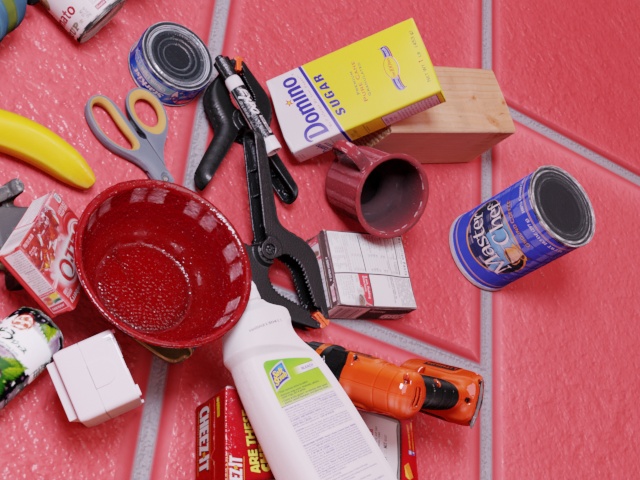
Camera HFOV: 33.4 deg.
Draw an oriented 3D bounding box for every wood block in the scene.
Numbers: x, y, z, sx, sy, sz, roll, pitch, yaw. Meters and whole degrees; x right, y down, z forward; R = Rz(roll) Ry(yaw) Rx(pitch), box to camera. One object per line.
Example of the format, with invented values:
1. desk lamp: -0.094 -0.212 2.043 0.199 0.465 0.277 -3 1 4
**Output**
1. wood block: 0.121 -0.149 1.272 0.205 0.091 0.090 -5 70 -38

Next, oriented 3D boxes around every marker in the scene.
1. marker: -0.078 -0.143 1.117 0.020 0.020 0.121 -21 76 -42

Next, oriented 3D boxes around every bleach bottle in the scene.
1. bleach bottle: -0.014 0.149 0.941 0.102 0.068 0.251 -15 72 -40

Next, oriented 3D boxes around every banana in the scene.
1. banana: -0.298 -0.088 0.966 0.197 0.037 0.069 4 85 -34

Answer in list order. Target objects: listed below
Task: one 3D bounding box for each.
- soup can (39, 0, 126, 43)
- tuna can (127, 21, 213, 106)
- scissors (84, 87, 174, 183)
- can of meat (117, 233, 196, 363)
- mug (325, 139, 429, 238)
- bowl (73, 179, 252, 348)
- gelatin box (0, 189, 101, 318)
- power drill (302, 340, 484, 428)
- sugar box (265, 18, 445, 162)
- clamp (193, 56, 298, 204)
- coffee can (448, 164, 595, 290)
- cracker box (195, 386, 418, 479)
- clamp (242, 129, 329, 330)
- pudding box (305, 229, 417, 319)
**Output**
1. soup can: -0.252 -0.257 1.064 0.102 0.069 0.068 47 48 -8
2. tuna can: -0.156 -0.186 1.122 0.086 0.034 0.086 17 58 -29
3. scissors: -0.153 -0.076 1.079 0.201 0.016 0.096 46 48 -8
4. can of meat: -0.145 0.052 0.990 0.102 0.058 0.083 37 52 -15
5. mug: 0.051 -0.064 1.157 0.093 0.082 0.117 -48 123 -9
6. bowl: -0.143 0.029 0.923 0.161 0.055 0.162 16 54 -24
7. gelatin box: -0.227 0.010 0.911 0.073 0.030 0.089 55 26 -26
8. power drill: 0.059 0.139 1.052 0.187 0.185 0.057 14 89 -49
9. sugar box: 0.037 -0.162 1.159 0.048 0.176 0.093 41 28 -72
10. clamp: -0.093 -0.117 1.132 0.120 0.039 0.171 1 63 -42
11. coffee can: 0.234 -0.013 1.252 0.102 0.141 0.103 17 58 -30
12. cracker box: -0.009 0.236 0.986 0.213 0.072 0.164 14 57 -30
13. clamp: -0.057 0.001 1.076 0.210 0.036 0.164 47 60 -17
14. pudding box: 0.045 0.037 1.153 0.113 0.039 0.090 5 63 -37
